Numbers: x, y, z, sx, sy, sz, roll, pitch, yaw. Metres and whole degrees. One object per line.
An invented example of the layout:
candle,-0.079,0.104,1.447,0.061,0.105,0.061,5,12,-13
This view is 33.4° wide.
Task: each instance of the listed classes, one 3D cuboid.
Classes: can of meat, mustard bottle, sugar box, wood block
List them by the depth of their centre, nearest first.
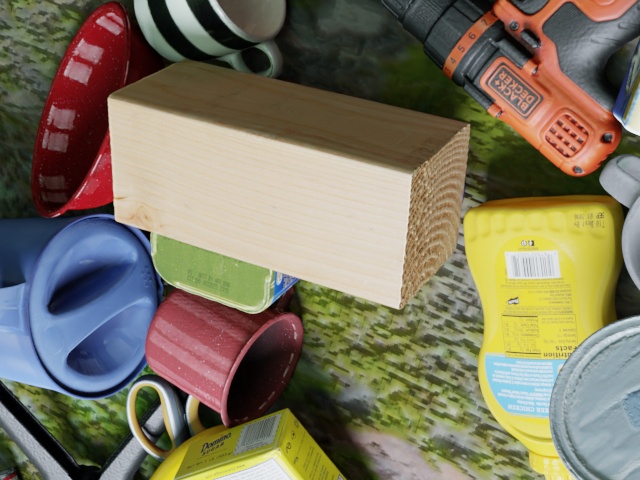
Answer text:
wood block,-0.022,-0.041,0.668,0.206,0.090,0.091,16,122,24
mustard bottle,0.146,0.069,0.670,0.096,0.058,0.191,-2,99,29
can of meat,-0.055,0.001,0.741,0.102,0.083,0.057,16,121,24
sugar box,-0.013,0.203,0.752,0.093,0.048,0.176,-23,117,29

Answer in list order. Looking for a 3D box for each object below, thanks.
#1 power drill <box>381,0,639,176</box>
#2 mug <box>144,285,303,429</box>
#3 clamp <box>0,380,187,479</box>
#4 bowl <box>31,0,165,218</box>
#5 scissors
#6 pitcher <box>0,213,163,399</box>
power drill,0.144,-0.158,0.627,0.184,0.057,0.188,43,119,9
mug,-0.066,0.066,0.771,0.082,0.093,0.117,27,81,25
clamp,-0.198,0.195,0.866,0.164,0.036,0.210,8,110,0
bowl,-0.152,-0.087,0.771,0.162,0.055,0.162,-31,50,46
scissors,-0.084,0.187,0.836,0.096,0.016,0.201,-22,107,7
pitcher,-0.255,0.042,0.818,0.243,0.144,0.149,2,136,35
